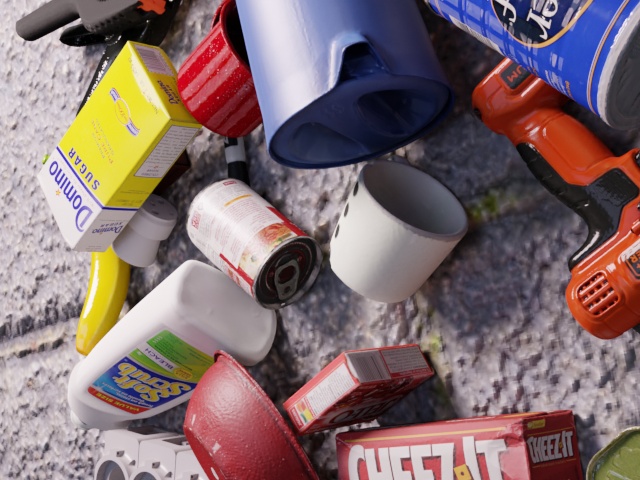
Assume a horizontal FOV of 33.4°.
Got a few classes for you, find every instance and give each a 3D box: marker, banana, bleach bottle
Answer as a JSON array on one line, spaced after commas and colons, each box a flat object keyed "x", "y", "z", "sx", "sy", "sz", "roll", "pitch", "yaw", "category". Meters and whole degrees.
[{"x": -0.077, "y": -0.098, "z": 0.926, "sx": 0.020, "sy": 0.020, "sz": 0.121, "roll": -16, "pitch": 78, "yaw": 41, "category": "marker"}, {"x": -0.215, "y": 0.010, "z": 1.021, "sx": 0.037, "sy": 0.069, "sz": 0.198, "roll": 128, "pitch": 130, "yaw": -72, "category": "banana"}, {"x": -0.148, "y": 0.114, "z": 0.945, "sx": 0.251, "sy": 0.102, "sz": 0.068, "roll": -40, "pitch": 24, "yaw": 42, "category": "bleach bottle"}]

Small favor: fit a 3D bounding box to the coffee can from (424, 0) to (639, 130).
[{"x": 0.141, "y": -0.141, "z": 0.602, "sx": 0.140, "sy": 0.102, "sz": 0.103, "roll": 41, "pitch": 115, "yaw": 31, "category": "coffee can"}]

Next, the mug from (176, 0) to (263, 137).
[{"x": -0.067, "y": -0.148, "z": 0.875, "sx": 0.082, "sy": 0.093, "sz": 0.117, "roll": -39, "pitch": 59, "yaw": 40, "category": "mug"}]

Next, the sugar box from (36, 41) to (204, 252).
[{"x": -0.179, "y": -0.078, "z": 0.930, "sx": 0.176, "sy": 0.048, "sz": 0.093, "roll": -46, "pitch": 60, "yaw": 30, "category": "sugar box"}]

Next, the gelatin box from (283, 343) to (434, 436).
[{"x": 0.029, "y": 0.108, "z": 0.774, "sx": 0.073, "sy": 0.089, "sz": 0.030, "roll": -44, "pitch": 62, "yaw": 33, "category": "gelatin box"}]

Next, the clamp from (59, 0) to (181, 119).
[{"x": -0.196, "y": -0.202, "z": 1.027, "sx": 0.172, "sy": 0.039, "sz": 0.120, "roll": -43, "pitch": 60, "yaw": 24, "category": "clamp"}]

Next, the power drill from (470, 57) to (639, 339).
[{"x": 0.191, "y": -0.060, "z": 0.651, "sx": 0.185, "sy": 0.057, "sz": 0.188, "roll": -42, "pitch": 60, "yaw": 24, "category": "power drill"}]

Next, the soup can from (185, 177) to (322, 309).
[{"x": -0.056, "y": 0.001, "z": 0.871, "sx": 0.102, "sy": 0.068, "sz": 0.068, "roll": 39, "pitch": 114, "yaw": 37, "category": "soup can"}]

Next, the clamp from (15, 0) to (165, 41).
[{"x": -0.212, "y": -0.235, "z": 1.003, "sx": 0.164, "sy": 0.036, "sz": 0.210, "roll": -56, "pitch": 43, "yaw": 6, "category": "clamp"}]

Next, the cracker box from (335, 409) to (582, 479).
[{"x": 0.098, "y": 0.229, "z": 0.718, "sx": 0.164, "sy": 0.071, "sz": 0.214, "roll": -14, "pitch": 78, "yaw": 41, "category": "cracker box"}]

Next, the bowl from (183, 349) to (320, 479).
[{"x": -0.057, "y": 0.165, "z": 0.814, "sx": 0.162, "sy": 0.055, "sz": 0.162, "roll": 50, "pitch": 160, "yaw": 25, "category": "bowl"}]

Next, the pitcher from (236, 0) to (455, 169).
[{"x": -0.002, "y": -0.178, "z": 0.774, "sx": 0.149, "sy": 0.144, "sz": 0.243, "roll": -32, "pitch": 66, "yaw": 40, "category": "pitcher"}]
